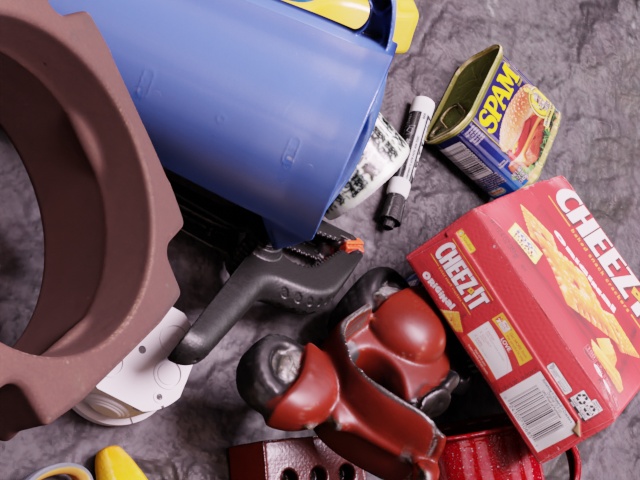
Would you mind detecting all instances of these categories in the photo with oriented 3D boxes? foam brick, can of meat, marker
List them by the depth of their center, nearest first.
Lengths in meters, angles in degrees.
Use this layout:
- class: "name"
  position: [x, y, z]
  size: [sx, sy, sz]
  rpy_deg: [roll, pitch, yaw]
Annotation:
- class: "foam brick"
  position: [-0.014, 0.156, 0.696]
  size: [0.078, 0.051, 0.053]
  rpy_deg: [1, 75, -33]
- class: "marker"
  position: [0.067, -0.060, 0.837]
  size: [0.020, 0.020, 0.121]
  rpy_deg: [30, 61, -22]
- class: "can of meat"
  position: [0.144, -0.094, 0.876]
  size: [0.084, 0.058, 0.102]
  rpy_deg: [40, 57, -19]

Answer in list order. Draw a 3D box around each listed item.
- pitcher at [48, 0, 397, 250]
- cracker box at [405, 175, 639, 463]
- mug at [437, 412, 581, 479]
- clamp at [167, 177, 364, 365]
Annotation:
- class: "pitcher"
  position: [-0.079, -0.114, 0.649]
  size: [0.243, 0.145, 0.149]
  rpy_deg: [24, 68, -1]
- class: "cracker box"
  position: [0.169, 0.044, 0.775]
  size: [0.164, 0.072, 0.213]
  rpy_deg: [57, 29, 8]
- class: "mug"
  position: [0.128, 0.168, 0.757]
  size: [0.117, 0.093, 0.081]
  rpy_deg: [-11, 85, -9]
- class: "clamp"
  position: [-0.055, 0.001, 0.708]
  size: [0.209, 0.036, 0.165]
  rpy_deg: [-5, 54, -49]
